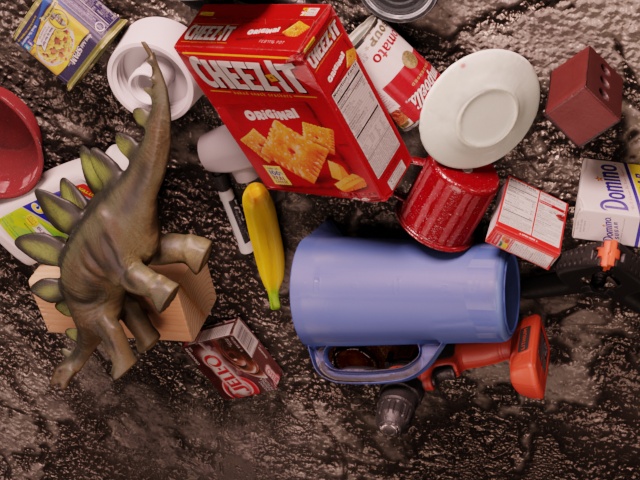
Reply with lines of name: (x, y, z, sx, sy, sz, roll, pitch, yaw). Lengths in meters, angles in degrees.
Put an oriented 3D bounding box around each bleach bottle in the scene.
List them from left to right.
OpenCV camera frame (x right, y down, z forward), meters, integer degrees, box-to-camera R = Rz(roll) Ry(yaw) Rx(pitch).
bleach bottle: (-0.296, -0.057, 1.296, 0.251, 0.068, 0.102, -26, 116, 32)

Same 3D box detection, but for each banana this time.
banana: (-0.063, -0.008, 1.247, 0.037, 0.070, 0.198, -18, 135, -8)

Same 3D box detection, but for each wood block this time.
wood block: (-0.251, 0.064, 1.362, 0.206, 0.090, 0.091, 2, 128, 18)

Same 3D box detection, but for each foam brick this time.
foam brick: (0.253, -0.138, 1.021, 0.053, 0.078, 0.051, 39, 130, -17)

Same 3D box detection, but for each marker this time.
marker: (-0.105, -0.036, 1.273, 0.020, 0.020, 0.121, -3, 127, 21)

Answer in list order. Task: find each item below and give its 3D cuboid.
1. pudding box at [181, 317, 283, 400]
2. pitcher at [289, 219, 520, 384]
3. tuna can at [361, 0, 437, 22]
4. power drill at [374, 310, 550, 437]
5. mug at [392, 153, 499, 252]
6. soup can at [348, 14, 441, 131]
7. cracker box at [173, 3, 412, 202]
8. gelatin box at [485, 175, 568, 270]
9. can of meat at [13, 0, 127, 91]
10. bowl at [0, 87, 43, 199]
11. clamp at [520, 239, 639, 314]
pudding box: (-0.117, 0.160, 1.428, 0.090, 0.039, 0.113, -17, 121, 31)
pitcher: (0.095, 0.068, 1.199, 0.243, 0.144, 0.149, 0, 124, 21)
tuna can: (0.076, -0.252, 1.017, 0.086, 0.033, 0.086, 10, 131, 12)
power drill: (0.160, 0.149, 1.214, 0.188, 0.184, 0.057, -8, 122, 23)
mug: (0.126, -0.053, 1.130, 0.117, 0.093, 0.082, 24, 128, -3)
soup can: (0.070, -0.168, 1.067, 0.102, 0.068, 0.069, 41, 130, -15)
cracker box: (-0.025, -0.134, 1.068, 0.164, 0.072, 0.213, 9, 147, 37)
gelatin box: (0.218, -0.019, 1.124, 0.073, 0.089, 0.030, 24, 134, -1)
can of meat: (-0.271, -0.225, 1.149, 0.084, 0.057, 0.102, 40, 129, -12)
bowl: (-0.392, -0.130, 1.271, 0.162, 0.055, 0.162, 10, 130, 13)
clamp: (0.285, 0.041, 1.130, 0.165, 0.036, 0.210, 7, 164, 18)
